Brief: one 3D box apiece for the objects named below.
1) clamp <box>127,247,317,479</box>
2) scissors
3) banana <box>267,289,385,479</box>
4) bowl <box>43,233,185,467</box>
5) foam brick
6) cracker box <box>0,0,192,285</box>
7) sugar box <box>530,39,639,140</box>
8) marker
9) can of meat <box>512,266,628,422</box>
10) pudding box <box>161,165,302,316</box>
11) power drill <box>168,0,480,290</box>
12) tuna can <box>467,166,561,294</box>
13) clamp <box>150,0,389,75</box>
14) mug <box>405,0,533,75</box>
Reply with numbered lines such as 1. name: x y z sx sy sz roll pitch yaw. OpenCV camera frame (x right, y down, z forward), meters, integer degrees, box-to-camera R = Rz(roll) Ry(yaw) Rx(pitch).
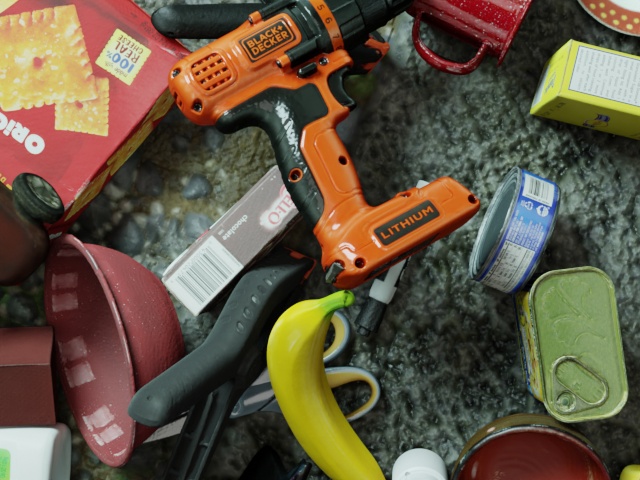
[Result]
1. clamp: -0.063 0.090 0.717 0.036 0.165 0.209 24 47 13
2. scissors: -0.057 0.100 0.780 0.201 0.016 0.096 -3 87 -1
3. banana: 0.002 0.110 0.728 0.070 0.198 0.037 14 45 31
4. bowl: -0.136 0.070 0.730 0.055 0.162 0.162 -12 89 -30
5. foam brick: -0.223 0.094 0.741 0.078 0.051 0.053 -1 117 -10
6. cracker box: -0.214 -0.098 0.756 0.164 0.072 0.213 41 90 1
7. sugar box: 0.244 -0.092 0.746 0.176 0.093 0.048 16 89 1
8. marker: 0.056 0.014 0.780 0.020 0.020 0.121 25 89 0
9. can of meat: 0.171 0.070 0.747 0.057 0.084 0.102 -8 89 -1
10. pudding box: -0.055 0.001 0.745 0.113 0.090 0.039 -43 88 -1
11. power drill: 0.021 -0.077 0.688 0.184 0.057 0.188 -31 80 -11
12. tuna can: 0.136 -0.006 0.748 0.033 0.086 0.086 22 89 -1
13. clamp: -0.035 -0.157 0.750 0.171 0.039 0.120 29 63 -9
14. mug: 0.105 -0.171 0.749 0.081 0.093 0.117 27 81 5
